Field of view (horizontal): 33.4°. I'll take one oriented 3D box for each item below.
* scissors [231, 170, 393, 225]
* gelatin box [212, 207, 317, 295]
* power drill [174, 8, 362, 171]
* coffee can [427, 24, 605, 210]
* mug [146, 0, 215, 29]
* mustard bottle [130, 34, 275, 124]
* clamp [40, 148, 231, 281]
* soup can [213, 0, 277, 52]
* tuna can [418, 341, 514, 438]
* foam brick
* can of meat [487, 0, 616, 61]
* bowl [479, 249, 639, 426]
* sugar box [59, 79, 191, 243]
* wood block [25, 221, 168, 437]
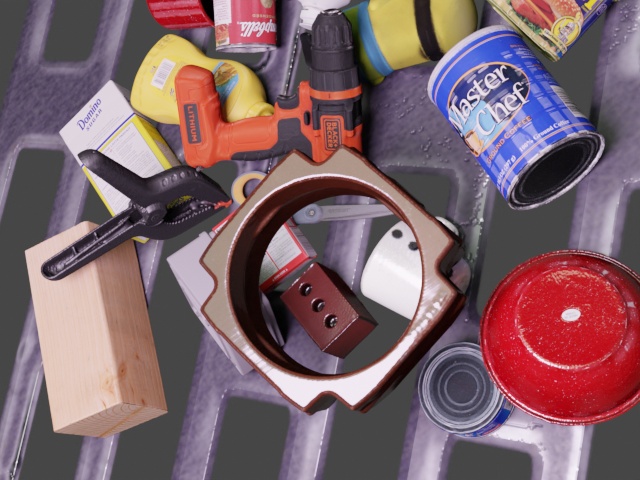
[{"bbox_3d":[-0.017,-0.044,1.112,0.202,0.016,0.096,-18,74,23],"label":"scissors"},{"bbox_3d":[-0.057,0.001,1.099,0.073,0.030,0.089,-38,78,20],"label":"gelatin box"},{"bbox_3d":[-0.049,-0.139,1.069,0.188,0.057,0.184,3,114,16],"label":"power drill"},{"bbox_3d":[0.178,-0.113,0.982,0.103,0.102,0.140,-38,62,13],"label":"coffee can"},{"bbox_3d":[-0.149,-0.287,1.196,0.082,0.117,0.093,3,66,33],"label":"mug"},{"bbox_3d":[-0.117,-0.154,1.172,0.192,0.058,0.096,27,87,31],"label":"mustard bottle"},{"bbox_3d":[-0.187,-0.027,1.104,0.036,0.209,0.165,51,125,28],"label":"clamp"},{"bbox_3d":[-0.082,-0.259,1.161,0.069,0.068,0.102,1,95,28],"label":"soup can"},{"bbox_3d":[0.133,0.136,0.974,0.086,0.033,0.086,-8,73,25],"label":"tuna can"},{"bbox_3d":[0.008,0.068,1.048,0.053,0.051,0.078,-45,61,9],"label":"foam brick"},{"bbox_3d":[0.214,-0.230,1.002,0.102,0.057,0.084,40,101,-12],"label":"can of meat"},{"bbox_3d":[0.215,0.074,0.917,0.162,0.055,0.162,-5,67,12],"label":"bowl"},{"bbox_3d":[-0.220,-0.091,1.217,0.093,0.048,0.176,-43,58,11],"label":"sugar box"},{"bbox_3d":[-0.241,0.096,1.149,0.091,0.090,0.206,-24,67,20],"label":"wood block"}]
